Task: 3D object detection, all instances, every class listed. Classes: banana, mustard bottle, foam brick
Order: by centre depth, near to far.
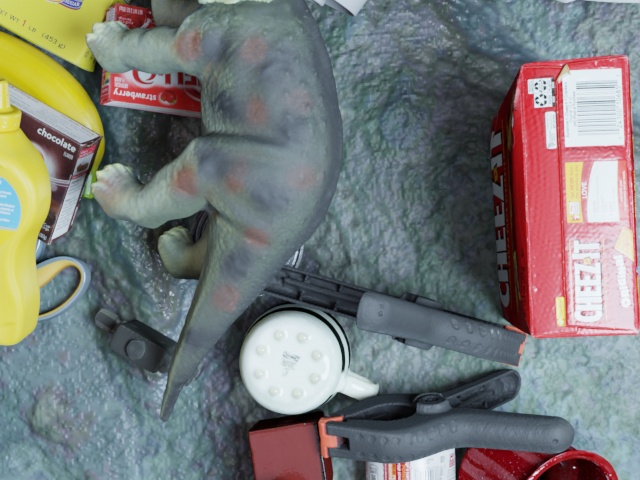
[{"bbox_3d":[-0.245,-0.024,0.773,0.096,0.058,0.192,16,110,10],"label":"mustard bottle"},{"bbox_3d":[-0.021,0.159,0.792,0.053,0.078,0.051,-10,86,2],"label":"foam brick"},{"bbox_3d":[-0.236,-0.120,0.831,0.198,0.037,0.069,40,90,3],"label":"banana"}]

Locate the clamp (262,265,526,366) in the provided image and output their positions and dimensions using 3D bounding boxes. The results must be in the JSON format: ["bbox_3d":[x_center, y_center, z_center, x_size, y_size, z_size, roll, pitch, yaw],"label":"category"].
[{"bbox_3d":[0.069,0.058,0.754,0.209,0.165,0.036,17,89,-23],"label":"clamp"}]

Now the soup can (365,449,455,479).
[{"bbox_3d":[0.067,0.199,0.791,0.068,0.068,0.102,-1,88,3],"label":"soup can"}]

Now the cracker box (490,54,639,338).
[{"bbox_3d":[0.157,-0.022,0.717,0.072,0.213,0.164,-2,88,5],"label":"cracker box"}]

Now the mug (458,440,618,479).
[{"bbox_3d":[0.152,0.191,0.769,0.093,0.082,0.117,0,102,-25],"label":"mug"}]

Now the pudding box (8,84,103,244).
[{"bbox_3d":[-0.232,-0.064,0.811,0.113,0.039,0.090,27,116,6],"label":"pudding box"}]

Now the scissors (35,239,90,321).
[{"bbox_3d":[-0.280,0.050,0.841,0.202,0.016,0.096,-24,86,3],"label":"scissors"}]

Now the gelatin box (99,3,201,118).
[{"bbox_3d":[-0.119,-0.135,0.809,0.089,0.030,0.073,5,87,-28],"label":"gelatin box"}]

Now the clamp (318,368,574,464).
[{"bbox_3d":[0.084,0.125,0.764,0.171,0.120,0.039,-2,97,1],"label":"clamp"}]

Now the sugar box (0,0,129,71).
[{"bbox_3d":[-0.179,-0.229,0.826,0.093,0.048,0.176,28,92,3],"label":"sugar box"}]
